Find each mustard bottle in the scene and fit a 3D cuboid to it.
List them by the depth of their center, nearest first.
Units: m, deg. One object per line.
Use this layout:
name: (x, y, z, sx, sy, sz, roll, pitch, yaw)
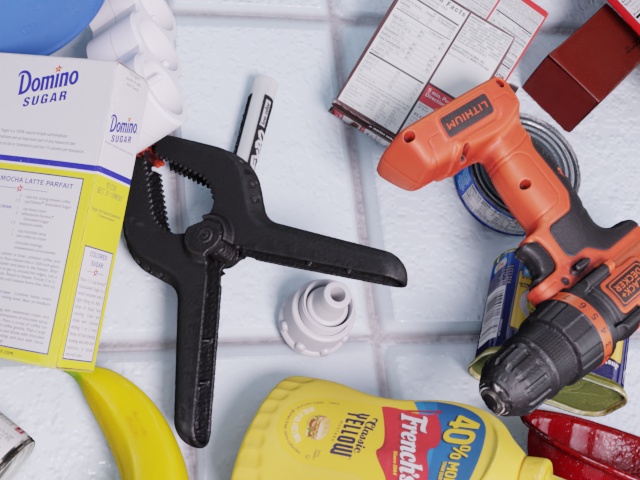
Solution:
mustard bottle: (0.052, 0.131, 0.603, 0.192, 0.058, 0.096, 6, 39, 23)

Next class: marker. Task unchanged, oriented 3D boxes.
marker: (-0.051, -0.059, 0.732, 0.020, 0.020, 0.121, 17, 64, -8)

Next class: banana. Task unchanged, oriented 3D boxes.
banana: (-0.104, 0.139, 0.591, 0.069, 0.037, 0.198, 1, 38, -26)

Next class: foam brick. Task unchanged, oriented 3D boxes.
foam brick: (0.203, -0.131, 0.813, 0.053, 0.051, 0.078, 46, 64, 6)

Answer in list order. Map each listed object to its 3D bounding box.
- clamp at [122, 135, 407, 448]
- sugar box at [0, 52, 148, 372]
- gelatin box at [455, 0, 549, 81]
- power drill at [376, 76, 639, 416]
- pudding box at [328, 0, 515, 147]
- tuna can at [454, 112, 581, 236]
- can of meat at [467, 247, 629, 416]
clamp: (-0.054, 0.001, 0.663, 0.164, 0.036, 0.210, -32, 61, 3)
sugar box: (-0.162, -0.018, 0.622, 0.093, 0.048, 0.176, 8, 81, 21)
gelatin box: (0.122, -0.159, 0.816, 0.073, 0.030, 0.089, 34, 63, 0)
power drill: (0.122, -0.001, 0.673, 0.184, 0.057, 0.188, -32, 78, -31)
pudding box: (0.072, -0.118, 0.762, 0.090, 0.039, 0.113, 31, 82, 1)
tuna can: (0.141, -0.047, 0.770, 0.086, 0.034, 0.086, 5, 66, -13)
can of meat: (0.157, 0.060, 0.716, 0.102, 0.057, 0.084, 19, 62, -6)
